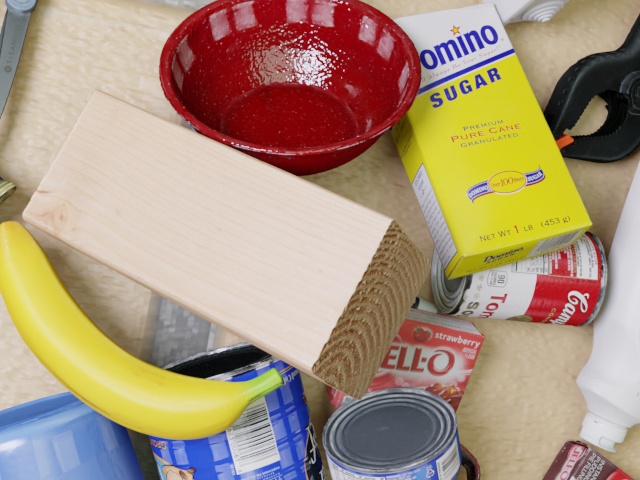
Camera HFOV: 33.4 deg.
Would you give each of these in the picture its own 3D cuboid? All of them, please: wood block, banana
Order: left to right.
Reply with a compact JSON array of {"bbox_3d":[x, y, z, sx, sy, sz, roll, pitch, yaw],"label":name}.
[{"bbox_3d":[-0.120,0.061,0.609,0.198,0.037,0.069,29,65,12],"label":"banana"},{"bbox_3d":[-0.054,0.001,0.615,0.206,0.090,0.091,25,82,25],"label":"wood block"}]

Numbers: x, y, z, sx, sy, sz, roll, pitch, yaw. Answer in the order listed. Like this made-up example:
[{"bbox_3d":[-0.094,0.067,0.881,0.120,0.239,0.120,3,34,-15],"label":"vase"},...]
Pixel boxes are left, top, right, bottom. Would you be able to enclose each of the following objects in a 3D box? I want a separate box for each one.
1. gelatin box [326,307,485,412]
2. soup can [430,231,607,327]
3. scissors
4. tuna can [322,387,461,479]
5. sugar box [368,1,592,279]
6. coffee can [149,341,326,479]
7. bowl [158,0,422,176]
[{"bbox_3d":[0.057,0.084,0.724,0.089,0.030,0.073,14,105,-16],"label":"gelatin box"},{"bbox_3d":[0.135,0.022,0.736,0.102,0.069,0.068,6,89,-15],"label":"soup can"},{"bbox_3d":[-0.199,-0.166,0.661,0.096,0.016,0.201,29,79,-11],"label":"scissors"},{"bbox_3d":[0.046,0.131,0.675,0.086,0.086,0.034,-19,116,-15],"label":"tuna can"},{"bbox_3d":[0.099,-0.070,0.701,0.093,0.048,0.176,-14,71,-15],"label":"sugar box"},{"bbox_3d":[-0.049,0.143,0.668,0.102,0.103,0.140,-15,95,-15],"label":"coffee can"},{"bbox_3d":[-0.019,-0.091,0.673,0.162,0.055,0.162,1,48,-2],"label":"bowl"}]
